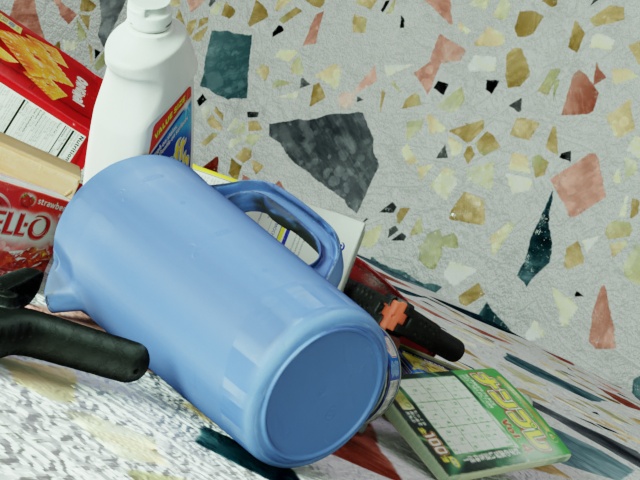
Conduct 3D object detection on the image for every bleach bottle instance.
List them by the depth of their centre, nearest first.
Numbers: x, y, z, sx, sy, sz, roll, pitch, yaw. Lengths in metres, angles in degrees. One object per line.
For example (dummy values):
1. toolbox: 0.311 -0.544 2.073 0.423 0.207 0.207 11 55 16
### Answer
1. bleach bottle: -0.138 -0.068 0.802 0.068 0.251 0.102 28 45 18

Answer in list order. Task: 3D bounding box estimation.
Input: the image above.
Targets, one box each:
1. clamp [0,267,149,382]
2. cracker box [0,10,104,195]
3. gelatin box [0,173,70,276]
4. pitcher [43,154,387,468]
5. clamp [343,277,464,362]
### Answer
1. clamp: -0.175 0.046 0.592 0.120 0.039 0.171 22 8 24
2. cracker box: -0.249 -0.123 0.980 0.213 0.072 0.164 32 17 -13
3. gelatin box: -0.226 -0.008 0.754 0.030 0.073 0.089 29 4 34
4. pitcher: -0.060 0.038 0.711 0.144 0.149 0.243 22 8 -45
5. clamp: 0.059 0.066 1.008 0.165 0.036 0.210 28 -2 12
